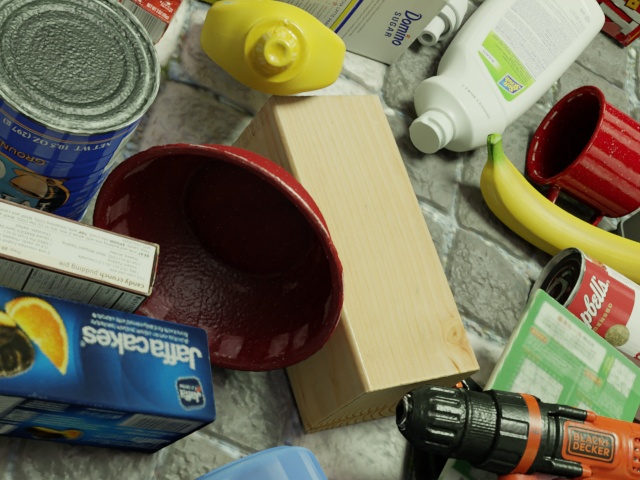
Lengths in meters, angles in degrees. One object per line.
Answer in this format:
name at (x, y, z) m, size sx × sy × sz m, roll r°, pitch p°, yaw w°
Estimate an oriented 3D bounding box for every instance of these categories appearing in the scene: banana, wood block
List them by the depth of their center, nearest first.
wood block at (0.015, 0.012, 0.720) m, size 0.090 × 0.090 × 0.206 m, roll -6°, pitch 67°, yaw -33°
banana at (0.200, -0.009, 0.851) m, size 0.198 × 0.070 × 0.037 m, roll 32°, pitch 67°, yaw -1°

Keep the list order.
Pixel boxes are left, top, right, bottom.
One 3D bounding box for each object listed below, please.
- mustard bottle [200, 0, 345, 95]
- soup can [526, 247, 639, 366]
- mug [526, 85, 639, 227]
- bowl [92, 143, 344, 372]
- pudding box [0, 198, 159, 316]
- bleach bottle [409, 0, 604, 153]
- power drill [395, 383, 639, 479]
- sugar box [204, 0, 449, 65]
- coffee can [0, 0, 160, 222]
mustard bottle at (-0.032, -0.133, 0.722) m, size 0.096 × 0.058 × 0.191 m, roll 16°, pitch 11°, yaw -8°
soup can at (0.221, 0.059, 0.829) m, size 0.102 × 0.069 × 0.068 m, roll 29°, pitch 52°, yaw -13°
mug at (0.230, -0.060, 0.898) m, size 0.081 × 0.093 × 0.117 m, roll 28°, pitch 83°, yaw -20°
bowl at (-0.054, 0.001, 0.646) m, size 0.162 × 0.162 × 0.055 m, roll 38°, pitch 39°, yaw -6°
pudding box at (-0.160, 0.020, 0.611) m, size 0.113 × 0.090 × 0.039 m, roll 16°, pitch 57°, yaw -22°
bleach bottle at (0.148, -0.155, 0.914) m, size 0.102 × 0.068 × 0.250 m, roll 46°, pitch 53°, yaw 1°
power drill at (0.123, 0.186, 0.641) m, size 0.184 × 0.057 × 0.187 m, roll 13°, pitch 74°, yaw -15°
sugar box at (0.003, -0.203, 0.835) m, size 0.176 × 0.093 × 0.048 m, roll 13°, pitch 58°, yaw -25°
coffee can at (-0.166, -0.070, 0.627) m, size 0.102 × 0.141 × 0.103 m, roll 14°, pitch 57°, yaw -23°
